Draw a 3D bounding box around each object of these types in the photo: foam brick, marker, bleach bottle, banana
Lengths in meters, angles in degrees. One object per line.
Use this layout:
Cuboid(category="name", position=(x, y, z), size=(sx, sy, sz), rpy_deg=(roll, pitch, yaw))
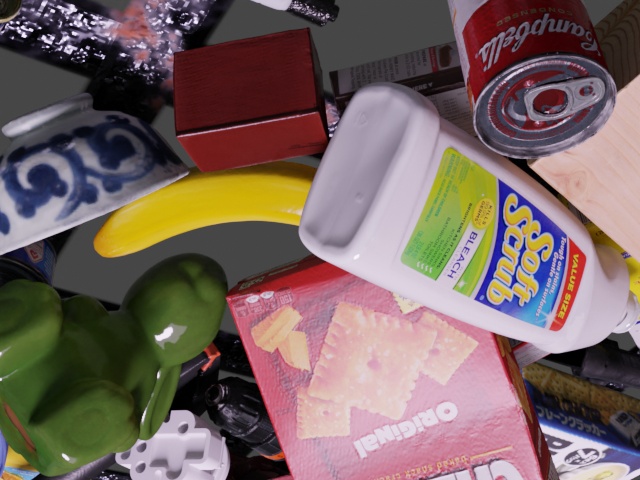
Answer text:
Cuboid(category="foam brick", position=(-0.037, -0.075, 0.584), size=(0.078, 0.051, 0.053), rpy_deg=(-9, 160, 5))
Cuboid(category="marker", position=(-0.045, -0.135, 0.542), size=(0.121, 0.020, 0.020), rpy_deg=(16, 137, -24))
Cuboid(category="bleach bottle", position=(0.108, 0.002, 0.621), size=(0.250, 0.068, 0.102), rpy_deg=(22, 94, -37))
Cuboid(category="banana", position=(-0.051, -0.017, 0.656), size=(0.198, 0.037, 0.070), rpy_deg=(3, 107, 13))

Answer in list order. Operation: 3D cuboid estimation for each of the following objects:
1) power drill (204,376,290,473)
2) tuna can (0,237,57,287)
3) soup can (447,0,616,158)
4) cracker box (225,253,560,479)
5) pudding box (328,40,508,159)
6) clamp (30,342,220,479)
Cuboid(category="power drill", position=(0.029, 0.124, 0.823), size=(0.188, 0.057, 0.184), rpy_deg=(-26, 142, 27))
Cuboid(category="tuna can", position=(-0.220, 0.022, 0.710), size=(0.086, 0.034, 0.086), rpy_deg=(-3, 142, -3))
Cuboid(category="soup can", position=(0.102, -0.101, 0.534), size=(0.068, 0.102, 0.068), rpy_deg=(-3, 142, -3))
Cuboid(category="cracker box", position=(0.050, 0.104, 0.714), size=(0.164, 0.214, 0.072), rpy_deg=(-19, -176, 17))
Cuboid(category="pudding box", position=(0.063, -0.061, 0.633), size=(0.090, 0.039, 0.113), rpy_deg=(-13, 143, 10))
Cuboid(category="clamp", position=(-0.137, 0.151, 0.849), size=(0.210, 0.036, 0.164), rpy_deg=(-49, 151, 19))
